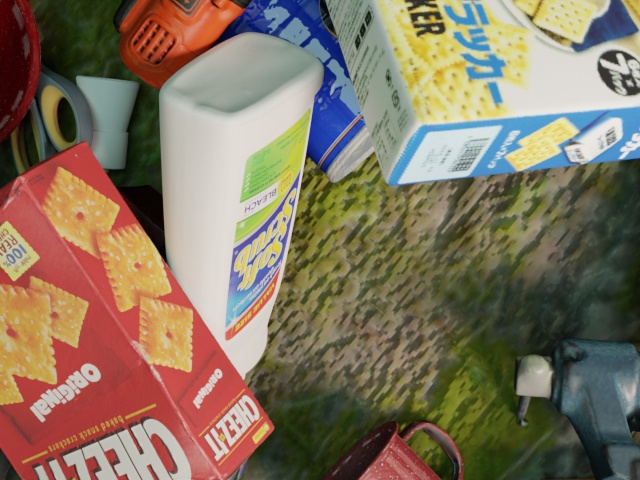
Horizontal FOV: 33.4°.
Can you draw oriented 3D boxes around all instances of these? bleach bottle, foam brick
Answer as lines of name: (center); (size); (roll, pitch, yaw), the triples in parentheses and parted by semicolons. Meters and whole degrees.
bleach bottle: (-0.054, 0.001, 0.684); (0.068, 0.102, 0.251); (27, 135, 23)
foam brick: (-0.127, -0.002, 0.735); (0.051, 0.078, 0.053); (41, 99, 3)

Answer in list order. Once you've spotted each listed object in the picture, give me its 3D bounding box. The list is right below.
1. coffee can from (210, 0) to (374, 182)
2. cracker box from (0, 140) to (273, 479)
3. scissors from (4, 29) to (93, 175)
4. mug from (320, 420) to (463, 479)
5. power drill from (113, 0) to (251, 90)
coffee can: (-0.004, -0.123, 0.700); (0.103, 0.102, 0.140); (-45, 86, 7)
cracker box: (-0.156, 0.070, 0.669); (0.164, 0.072, 0.213); (-27, 99, 36)
scissors: (-0.200, -0.135, 0.750); (0.096, 0.016, 0.202); (-5, 93, 41)
mug: (0.053, 0.175, 0.721); (0.081, 0.093, 0.117); (45, 61, -1)
power drill: (-0.103, -0.211, 0.628); (0.188, 0.057, 0.184); (40, 99, 6)
